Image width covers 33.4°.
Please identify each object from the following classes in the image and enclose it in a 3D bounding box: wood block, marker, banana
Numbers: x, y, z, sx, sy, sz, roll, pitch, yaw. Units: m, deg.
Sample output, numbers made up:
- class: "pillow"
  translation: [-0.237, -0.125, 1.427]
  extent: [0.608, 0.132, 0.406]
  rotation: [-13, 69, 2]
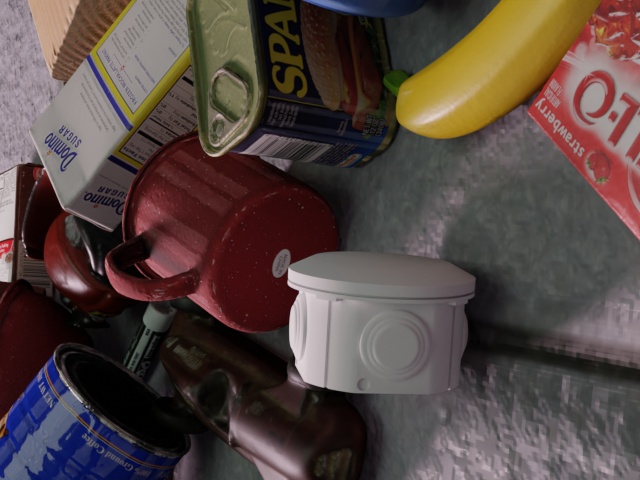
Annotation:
- class: "wood block"
  translation: [-0.154, -0.206, 0.743]
  extent: [0.091, 0.090, 0.206]
  rotation: [-56, 44, 36]
- class: "marker"
  translation: [-0.127, 0.088, 0.726]
  extent: [0.121, 0.020, 0.020]
  rotation: [-61, 41, 31]
- class: "banana"
  translation: [0.083, -0.096, 0.431]
  extent: [0.198, 0.037, 0.069]
  rotation: [-41, 54, 45]

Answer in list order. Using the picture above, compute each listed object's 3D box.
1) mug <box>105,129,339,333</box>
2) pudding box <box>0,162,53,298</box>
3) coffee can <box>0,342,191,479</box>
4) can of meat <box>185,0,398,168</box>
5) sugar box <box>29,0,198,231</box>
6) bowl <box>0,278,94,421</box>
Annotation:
- class: "mug"
  translation: [-0.054, 0.001, 0.552]
  extent: [0.082, 0.117, 0.093]
  rotation: [31, 133, 48]
- class: "pudding box"
  translation: [-0.260, -0.004, 0.914]
  extent: [0.090, 0.039, 0.113]
  rotation: [-11, 75, 55]
- class: "coffee can"
  translation: [-0.162, 0.149, 0.653]
  extent: [0.140, 0.102, 0.103]
  rotation: [-51, 42, 5]
- class: "can of meat"
  translation: [-0.014, -0.088, 0.528]
  extent: [0.058, 0.083, 0.102]
  rotation: [-32, 60, 49]
- class: "sugar box"
  translation: [-0.098, -0.100, 0.640]
  extent: [0.176, 0.048, 0.093]
  rotation: [-49, 44, 15]
- class: "bowl"
  translation: [-0.196, 0.110, 0.756]
  extent: [0.162, 0.055, 0.162]
  rotation: [-176, 92, -88]
